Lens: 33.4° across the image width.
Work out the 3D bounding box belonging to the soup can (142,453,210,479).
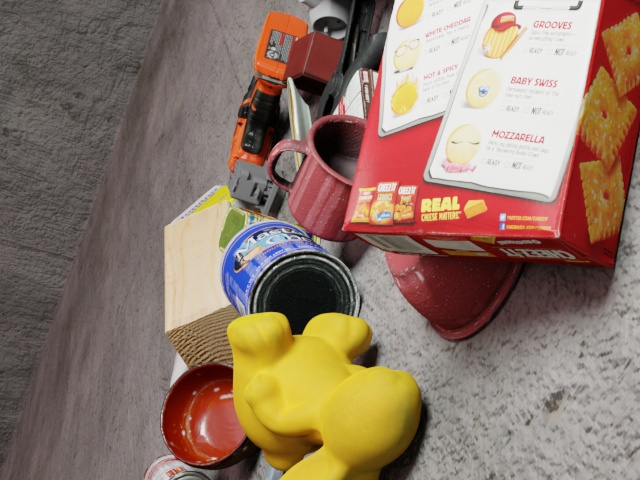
[{"bbox_3d":[-0.162,0.287,1.224,0.102,0.068,0.068,180,106,-71],"label":"soup can"}]

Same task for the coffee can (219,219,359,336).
[{"bbox_3d":[-0.032,0.044,1.001,0.140,0.102,0.103,-142,70,-71],"label":"coffee can"}]

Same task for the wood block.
[{"bbox_3d":[-0.119,0.056,1.215,0.090,0.090,0.206,-23,33,7],"label":"wood block"}]

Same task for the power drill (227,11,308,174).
[{"bbox_3d":[-0.065,-0.193,1.342,0.188,0.057,0.184,112,168,-52],"label":"power drill"}]

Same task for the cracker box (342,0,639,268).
[{"bbox_3d":[0.115,-0.094,0.665,0.164,0.072,0.213,2,74,45],"label":"cracker box"}]

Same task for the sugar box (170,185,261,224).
[{"bbox_3d":[-0.141,-0.030,1.413,0.093,0.048,0.176,-41,17,-12],"label":"sugar box"}]

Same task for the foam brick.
[{"bbox_3d":[-0.003,-0.198,1.205,0.078,0.053,0.051,-178,103,-70],"label":"foam brick"}]

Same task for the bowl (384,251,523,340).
[{"bbox_3d":[0.091,-0.012,0.770,0.162,0.055,0.162,-164,90,-72],"label":"bowl"}]

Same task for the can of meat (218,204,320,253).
[{"bbox_3d":[-0.057,0.001,1.141,0.102,0.083,0.057,-155,82,-72],"label":"can of meat"}]

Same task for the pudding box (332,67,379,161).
[{"bbox_3d":[0.033,-0.097,1.037,0.090,0.039,0.114,-93,25,-45],"label":"pudding box"}]

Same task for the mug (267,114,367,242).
[{"bbox_3d":[0.009,-0.055,0.956,0.093,0.117,0.082,-88,18,-44],"label":"mug"}]

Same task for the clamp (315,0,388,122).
[{"bbox_3d":[0.032,-0.160,1.093,0.120,0.039,0.171,-105,30,-66],"label":"clamp"}]
